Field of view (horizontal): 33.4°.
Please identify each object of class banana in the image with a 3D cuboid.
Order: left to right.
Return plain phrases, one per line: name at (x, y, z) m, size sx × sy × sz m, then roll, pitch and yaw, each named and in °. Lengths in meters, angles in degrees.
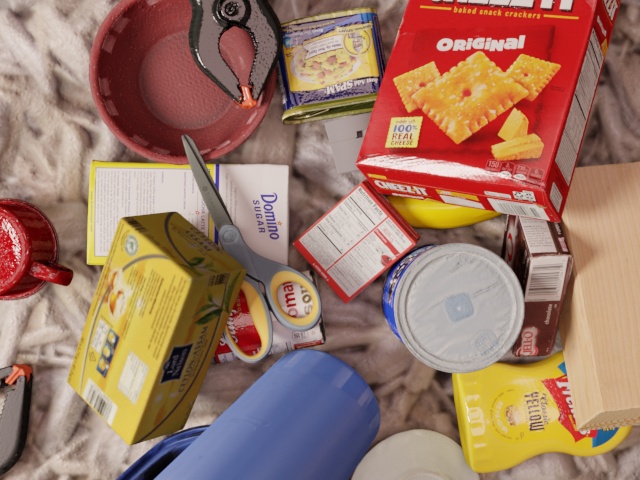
banana at (0.150, -0.052, 0.958) m, size 0.197 × 0.037 × 0.070 m, roll -29°, pitch 61°, yaw -4°

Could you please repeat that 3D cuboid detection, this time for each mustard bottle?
mustard bottle at (0.218, 0.145, 0.945) m, size 0.191 × 0.058 × 0.096 m, roll -8°, pitch 85°, yaw -1°

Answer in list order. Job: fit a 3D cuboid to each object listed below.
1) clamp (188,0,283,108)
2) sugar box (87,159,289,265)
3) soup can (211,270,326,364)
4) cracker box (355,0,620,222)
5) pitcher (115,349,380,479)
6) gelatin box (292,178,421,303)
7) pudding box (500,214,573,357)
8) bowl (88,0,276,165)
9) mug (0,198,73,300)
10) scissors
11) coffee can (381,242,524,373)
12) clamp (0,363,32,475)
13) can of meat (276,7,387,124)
clamp at (-0.086, -0.196, 0.894) m, size 0.120 × 0.039 × 0.171 m, roll -2°, pitch 90°, yaw 1°
sugar box at (-0.116, -0.023, 0.948) m, size 0.176 × 0.048 × 0.093 m, roll 2°, pitch 91°, yaw -4°
soup can at (-0.050, 0.067, 0.937) m, size 0.102 × 0.068 × 0.068 m, roll -10°, pitch 90°, yaw -1°
cracker box at (0.140, -0.135, 0.884) m, size 0.164 × 0.072 × 0.213 m, roll 11°, pitch 75°, yaw 27°
pitcher at (-0.062, 0.194, 0.859) m, size 0.149 × 0.145 × 0.242 m, roll 45°, pitch 47°, yaw 0°
gelatin box at (0.032, 0.000, 0.946) m, size 0.089 × 0.030 × 0.073 m, roll -42°, pitch 91°, yaw 18°
pudding box at (0.178, 0.029, 0.905) m, size 0.039 × 0.090 × 0.113 m, roll 0°, pitch 128°, yaw -4°
bowl at (-0.119, -0.145, 0.942) m, size 0.162 × 0.055 × 0.162 m, roll 0°, pitch 90°, yaw -1°
mug at (-0.271, 0.013, 0.926) m, size 0.117 × 0.081 × 0.093 m, roll 25°, pitch 89°, yaw -1°
scissors at (-0.056, 0.001, 0.902) m, size 0.096 × 0.016 × 0.202 m, roll -9°, pitch 83°, yaw -3°
coffee can at (0.107, 0.053, 0.902) m, size 0.103 × 0.140 × 0.103 m, roll 0°, pitch 90°, yaw -1°
clamp at (-0.322, 0.202, 0.948) m, size 0.210 × 0.036 × 0.164 m, roll -45°, pitch 90°, yaw -1°
can of meat at (0.009, -0.154, 0.944) m, size 0.102 × 0.057 × 0.084 m, roll -10°, pitch 88°, yaw -2°
